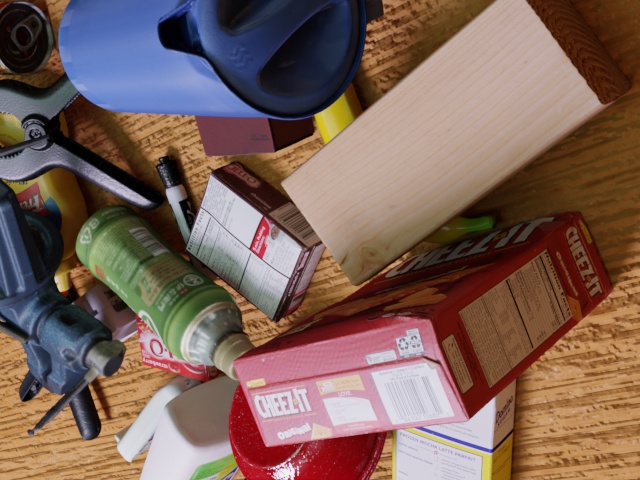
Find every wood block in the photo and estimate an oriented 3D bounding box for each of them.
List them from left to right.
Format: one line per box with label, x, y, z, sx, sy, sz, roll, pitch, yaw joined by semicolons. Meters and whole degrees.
wood block;0.087;-0.069;0.704;0.206;0.090;0.091;-38;85;30

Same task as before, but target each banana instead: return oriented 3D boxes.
banana;0.046;-0.064;0.803;0.198;0.037;0.070;47;113;9

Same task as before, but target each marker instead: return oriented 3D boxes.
marker;-0.121;-0.018;0.961;0.020;0.020;0.121;-10;103;40

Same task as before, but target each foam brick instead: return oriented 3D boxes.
foam brick;-0.055;-0.100;0.851;0.078;0.051;0.053;2;112;38

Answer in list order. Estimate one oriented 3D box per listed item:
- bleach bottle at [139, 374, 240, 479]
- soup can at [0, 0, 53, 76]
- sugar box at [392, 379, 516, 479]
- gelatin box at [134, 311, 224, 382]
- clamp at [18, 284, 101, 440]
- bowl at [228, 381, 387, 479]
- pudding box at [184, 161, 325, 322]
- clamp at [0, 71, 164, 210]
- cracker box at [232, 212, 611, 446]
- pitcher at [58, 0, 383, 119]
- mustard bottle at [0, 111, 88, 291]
bleach bottle;-0.130;0.236;1.043;0.068;0.102;0.251;52;140;26
soup can;-0.309;-0.188;0.998;0.102;0.068;0.068;6;113;36
sugar box;0.105;0.167;0.853;0.093;0.048;0.176;15;115;33
gelatin box;-0.134;0.090;1.013;0.089;0.030;0.073;10;116;35
clamp;-0.286;0.123;1.141;0.120;0.039;0.171;9;109;30
bowl;-0.024;0.146;0.880;0.162;0.055;0.162;-16;63;35
pudding box;-0.056;0.001;0.907;0.114;0.039;0.090;39;129;20
clamp;-0.244;-0.092;0.968;0.210;0.036;0.164;-10;108;13
cracker box;0.072;0.056;0.715;0.164;0.213;0.072;-17;97;41
pitcher;-0.082;-0.151;0.767;0.149;0.145;0.243;35;163;-34
mustard bottle;-0.276;-0.041;1.045;0.096;0.058;0.191;-1;110;27
